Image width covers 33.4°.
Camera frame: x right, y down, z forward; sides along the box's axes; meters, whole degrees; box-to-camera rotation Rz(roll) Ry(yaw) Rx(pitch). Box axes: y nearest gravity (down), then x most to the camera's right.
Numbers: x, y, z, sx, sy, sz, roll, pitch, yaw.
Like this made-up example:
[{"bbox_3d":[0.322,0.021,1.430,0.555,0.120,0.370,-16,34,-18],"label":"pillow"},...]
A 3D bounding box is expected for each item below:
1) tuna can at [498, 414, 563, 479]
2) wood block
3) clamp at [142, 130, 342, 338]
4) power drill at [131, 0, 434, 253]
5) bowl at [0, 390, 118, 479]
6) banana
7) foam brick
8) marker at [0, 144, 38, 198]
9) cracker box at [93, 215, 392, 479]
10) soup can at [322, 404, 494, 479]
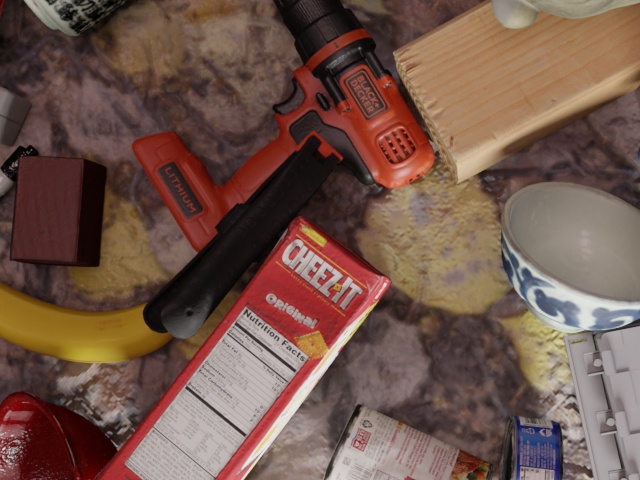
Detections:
[{"bbox_3d":[0.139,0.161,0.710,0.034,0.086,0.086,5,86,5],"label":"tuna can"},{"bbox_3d":[0.163,-0.131,0.729,0.206,0.090,0.091,-28,82,4],"label":"wood block"},{"bbox_3d":[-0.055,0.001,0.697,0.039,0.120,0.171,48,68,-14],"label":"clamp"},{"bbox_3d":[-0.037,-0.087,0.766,0.187,0.057,0.184,-32,82,4],"label":"power drill"},{"bbox_3d":[-0.176,0.181,0.739,0.162,0.055,0.162,5,97,51],"label":"bowl"},{"bbox_3d":[-0.181,0.054,0.783,0.198,0.037,0.069,1,85,9],"label":"banana"},{"bbox_3d":[-0.192,-0.021,0.782,0.051,0.053,0.078,3,85,7],"label":"foam brick"},{"bbox_3d":[-0.260,-0.027,0.808,0.121,0.020,0.020,-44,82,2],"label":"marker"},{"bbox_3d":[-0.045,0.090,0.699,0.072,0.164,0.214,37,91,6],"label":"cracker box"},{"bbox_3d":[0.058,0.163,0.728,0.102,0.068,0.068,24,89,9],"label":"soup can"}]
